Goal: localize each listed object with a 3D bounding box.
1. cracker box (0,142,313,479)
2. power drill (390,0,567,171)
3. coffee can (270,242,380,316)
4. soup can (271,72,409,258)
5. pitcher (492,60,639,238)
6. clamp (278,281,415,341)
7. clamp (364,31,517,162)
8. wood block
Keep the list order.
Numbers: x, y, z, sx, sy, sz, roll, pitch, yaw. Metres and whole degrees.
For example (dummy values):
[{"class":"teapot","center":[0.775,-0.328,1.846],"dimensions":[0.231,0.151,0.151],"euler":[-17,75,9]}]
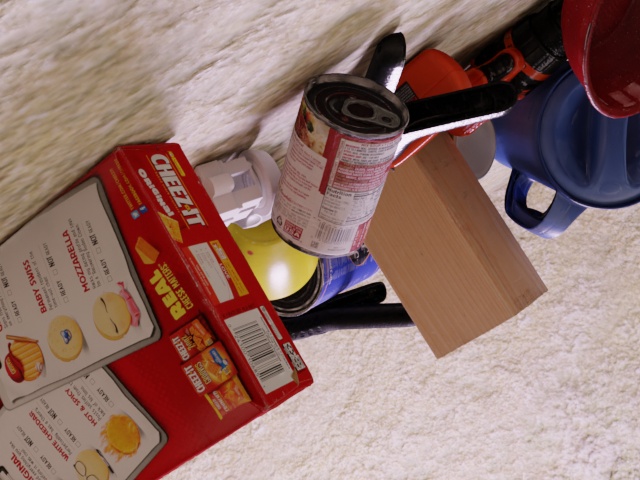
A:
[{"class":"cracker box","center":[-0.131,0.068,0.626],"dimensions":[0.214,0.164,0.072],"euler":[-35,171,25]},{"class":"power drill","center":[0.128,-0.130,0.856],"dimensions":[0.187,0.057,0.185],"euler":[-24,167,-47]},{"class":"coffee can","center":[-0.004,0.012,1.135],"dimensions":[0.103,0.103,0.140],"euler":[-36,173,35]},{"class":"soup can","center":[0.010,-0.047,0.691],"dimensions":[0.068,0.069,0.102],"euler":[-27,146,-42]},{"class":"pitcher","center":[0.226,-0.100,1.012],"dimensions":[0.149,0.145,0.243],"euler":[-19,-169,-4]},{"class":"clamp","center":[0.001,0.083,1.144],"dimensions":[0.209,0.036,0.165],"euler":[-10,-173,-17]},{"class":"clamp","center":[0.037,-0.088,0.748],"dimensions":[0.172,0.039,0.120],"euler":[-26,142,35]},{"class":"wood block","center":[0.099,-0.012,0.951],"dimensions":[0.091,0.206,0.090],"euler":[-36,173,33]}]
